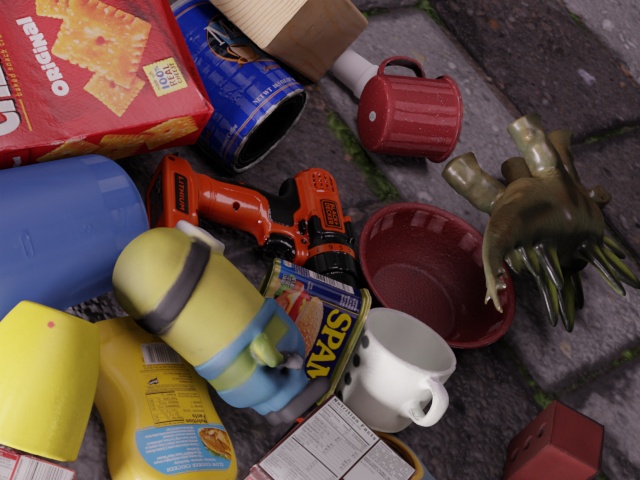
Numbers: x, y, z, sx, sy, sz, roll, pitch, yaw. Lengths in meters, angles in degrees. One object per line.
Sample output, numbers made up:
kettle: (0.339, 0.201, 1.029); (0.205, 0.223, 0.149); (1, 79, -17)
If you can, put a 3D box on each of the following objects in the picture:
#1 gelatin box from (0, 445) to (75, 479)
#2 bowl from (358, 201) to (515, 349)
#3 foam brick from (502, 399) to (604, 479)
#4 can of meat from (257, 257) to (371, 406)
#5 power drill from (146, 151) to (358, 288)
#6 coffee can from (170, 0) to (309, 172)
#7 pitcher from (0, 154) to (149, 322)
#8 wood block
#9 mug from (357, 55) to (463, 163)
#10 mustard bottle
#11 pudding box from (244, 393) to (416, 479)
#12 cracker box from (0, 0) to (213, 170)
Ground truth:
gelatin box: (-0.213, 0.164, 0.699); (0.089, 0.073, 0.030); (22, 46, -12)
bowl: (0.098, 0.043, 0.989); (0.162, 0.055, 0.162); (15, 48, -18)
foam brick: (0.199, 0.184, 0.913); (0.051, 0.078, 0.053); (28, 43, -5)
can of meat: (-0.018, 0.073, 0.868); (0.084, 0.102, 0.057); (22, 12, -8)
power drill: (-0.056, 0.001, 0.938); (0.187, 0.057, 0.184); (11, 45, -25)
coffee can: (-0.095, -0.148, 1.007); (0.140, 0.103, 0.102); (43, 45, 9)
pitcher: (-0.245, 0.023, 0.774); (0.242, 0.149, 0.145); (-20, 50, -43)
wood block: (-0.030, -0.231, 1.050); (0.091, 0.090, 0.206); (45, 9, 10)
mug: (0.089, -0.140, 1.110); (0.081, 0.093, 0.117); (2, 70, -22)
mustard bottle: (-0.111, 0.148, 0.780); (0.096, 0.058, 0.192); (6, 49, -43)
pudding box: (0.006, 0.176, 0.786); (0.090, 0.039, 0.113); (41, 36, 12)
cracker box: (-0.216, -0.143, 0.870); (0.213, 0.072, 0.164); (-15, 74, -29)
